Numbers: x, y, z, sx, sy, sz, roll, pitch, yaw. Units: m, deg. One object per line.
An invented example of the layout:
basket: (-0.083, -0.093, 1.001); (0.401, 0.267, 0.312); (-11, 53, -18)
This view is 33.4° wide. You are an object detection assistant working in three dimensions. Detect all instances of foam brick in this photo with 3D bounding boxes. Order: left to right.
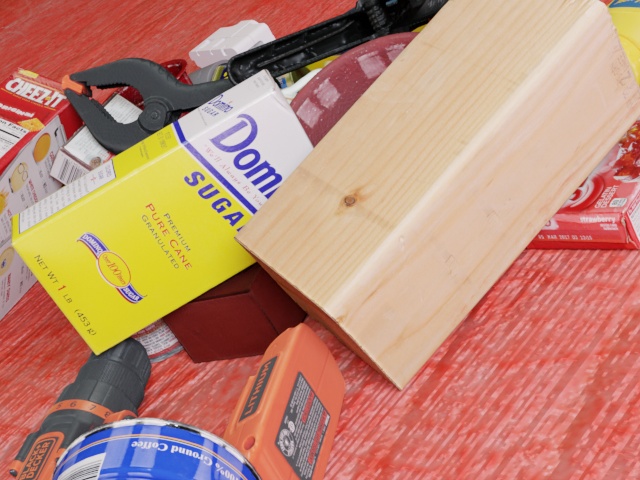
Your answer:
foam brick: (-0.054, 0.038, 0.674); (0.078, 0.051, 0.053); (-12, 32, 31)

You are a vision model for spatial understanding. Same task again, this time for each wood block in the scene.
wood block: (0.066, -0.037, 0.574); (0.206, 0.090, 0.091); (-48, 45, -6)

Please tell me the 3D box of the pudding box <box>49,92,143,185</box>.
pudding box: (-0.151, -0.060, 0.884); (0.039, 0.113, 0.090); (-54, 3, 46)

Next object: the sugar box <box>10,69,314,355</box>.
sugar box: (-0.083, -0.016, 0.634); (0.176, 0.093, 0.048); (-30, 29, 2)

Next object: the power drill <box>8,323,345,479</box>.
power drill: (-0.081, 0.105, 0.584); (0.188, 0.057, 0.184); (-19, 32, 27)

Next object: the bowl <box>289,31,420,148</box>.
bowl: (0.047, -0.058, 0.703); (0.162, 0.055, 0.162); (-16, 53, 22)

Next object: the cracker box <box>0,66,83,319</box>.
cracker box: (-0.277, -0.015, 0.865); (0.072, 0.164, 0.213); (23, 48, 11)

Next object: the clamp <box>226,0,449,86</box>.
clamp: (0.035, -0.160, 0.787); (0.165, 0.036, 0.209); (-19, 6, 28)

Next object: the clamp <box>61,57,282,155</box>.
clamp: (-0.123, -0.086, 0.839); (0.171, 0.120, 0.039); (12, -5, 10)
